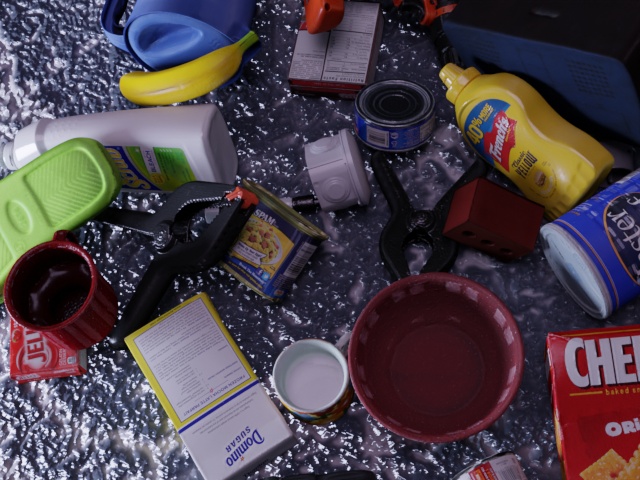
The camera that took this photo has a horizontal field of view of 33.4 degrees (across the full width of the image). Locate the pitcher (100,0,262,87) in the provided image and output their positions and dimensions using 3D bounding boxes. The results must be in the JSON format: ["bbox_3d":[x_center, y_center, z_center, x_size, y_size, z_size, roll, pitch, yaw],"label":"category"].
[{"bbox_3d":[-0.135,-0.302,1.193,0.149,0.145,0.242,26,61,-25],"label":"pitcher"}]

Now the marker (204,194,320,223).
[{"bbox_3d":[-0.060,-0.034,1.116,0.121,0.020,0.020,-6,65,7],"label":"marker"}]

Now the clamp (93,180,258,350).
[{"bbox_3d":[-0.149,0.010,1.065,0.210,0.036,0.164,-22,65,29],"label":"clamp"}]

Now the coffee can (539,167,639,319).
[{"bbox_3d":[0.293,-0.005,0.998,0.140,0.103,0.103,-31,65,-6],"label":"coffee can"}]

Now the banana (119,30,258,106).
[{"bbox_3d":[-0.150,-0.167,1.109,0.198,0.037,0.069,-8,29,36],"label":"banana"}]

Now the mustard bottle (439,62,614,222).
[{"bbox_3d":[0.191,-0.108,1.051,0.058,0.096,0.192,-36,73,-31],"label":"mustard bottle"}]

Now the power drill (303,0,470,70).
[{"bbox_3d":[0.077,-0.251,1.137,0.187,0.057,0.184,2,66,-21],"label":"power drill"}]

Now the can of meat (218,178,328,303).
[{"bbox_3d":[-0.057,0.001,1.067,0.102,0.057,0.084,37,97,23],"label":"can of meat"}]

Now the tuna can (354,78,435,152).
[{"bbox_3d":[0.077,-0.132,1.114,0.086,0.034,0.086,-2,45,2],"label":"tuna can"}]

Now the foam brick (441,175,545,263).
[{"bbox_3d":[0.168,-0.019,1.036,0.078,0.053,0.051,23,67,-15],"label":"foam brick"}]

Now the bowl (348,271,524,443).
[{"bbox_3d":[0.108,0.114,0.999,0.162,0.055,0.162,-3,68,7],"label":"bowl"}]

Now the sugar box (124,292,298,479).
[{"bbox_3d":[-0.106,0.145,1.029,0.093,0.048,0.176,-32,68,-6],"label":"sugar box"}]

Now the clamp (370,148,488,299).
[{"bbox_3d":[0.111,-0.020,1.072,0.120,0.039,0.171,-5,65,11],"label":"clamp"}]

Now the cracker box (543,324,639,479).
[{"bbox_3d":[0.291,0.181,0.931,0.164,0.072,0.213,-6,64,6],"label":"cracker box"}]

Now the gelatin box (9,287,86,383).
[{"bbox_3d":[-0.277,0.097,1.087,0.073,0.030,0.089,-8,65,6],"label":"gelatin box"}]

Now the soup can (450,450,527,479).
[{"bbox_3d":[0.163,0.243,0.927,0.068,0.068,0.102,-25,64,-3],"label":"soup can"}]

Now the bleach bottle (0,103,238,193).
[{"bbox_3d":[-0.221,-0.090,1.135,0.251,0.102,0.068,-2,48,15],"label":"bleach bottle"}]

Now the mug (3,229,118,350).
[{"bbox_3d":[-0.248,0.047,1.040,0.093,0.081,0.117,-10,65,6],"label":"mug"}]

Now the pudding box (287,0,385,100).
[{"bbox_3d":[0.018,-0.211,1.173,0.090,0.039,0.113,7,69,11],"label":"pudding box"}]
